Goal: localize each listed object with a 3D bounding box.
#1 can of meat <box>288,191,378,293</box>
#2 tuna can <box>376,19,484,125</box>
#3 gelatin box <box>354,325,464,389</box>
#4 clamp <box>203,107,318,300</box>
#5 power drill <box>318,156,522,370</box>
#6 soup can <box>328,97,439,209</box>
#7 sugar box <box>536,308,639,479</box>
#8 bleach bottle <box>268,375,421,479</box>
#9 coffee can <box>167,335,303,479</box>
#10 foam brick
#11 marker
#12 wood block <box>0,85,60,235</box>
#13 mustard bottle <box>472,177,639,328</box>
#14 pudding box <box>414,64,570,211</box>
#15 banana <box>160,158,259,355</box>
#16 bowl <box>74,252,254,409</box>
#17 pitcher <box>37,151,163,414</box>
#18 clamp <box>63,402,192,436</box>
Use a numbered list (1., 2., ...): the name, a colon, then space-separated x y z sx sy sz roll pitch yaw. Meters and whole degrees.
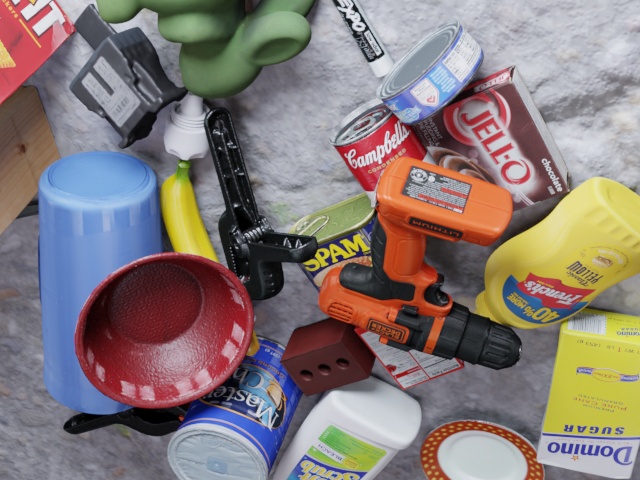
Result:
1. can of meat: 0.030 0.012 0.980 0.102 0.057 0.084 -21 118 30
2. tuna can: 0.086 -0.131 0.838 0.033 0.086 0.086 44 126 -17
3. gelatin box: 0.089 0.097 1.037 0.073 0.030 0.089 -27 113 31
4. clamp: -0.056 0.001 0.964 0.165 0.036 0.210 53 156 29
5. power drill: 0.097 0.028 0.884 0.184 0.057 0.188 17 138 4
6. soup can: 0.062 -0.063 0.907 0.069 0.068 0.102 -22 116 30
7. sugar box: 0.261 0.147 1.003 0.093 0.048 0.176 9 126 13
8. bleach bottle: 0.011 0.245 1.151 0.102 0.068 0.251 28 131 -1
9. coffee can: -0.082 0.179 1.084 0.103 0.140 0.103 9 127 12
10. foam brick: 0.010 0.112 1.061 0.078 0.051 0.053 -22 115 30
11. marker: 0.024 -0.187 0.862 0.020 0.020 0.121 -20 116 29
12. wood block: -0.328 -0.051 0.961 0.090 0.206 0.091 1 125 18
13. mustard bottle: 0.201 0.027 0.928 0.096 0.058 0.192 27 132 -26
14. pudding box: 0.143 -0.077 0.886 0.090 0.039 0.113 -21 116 29
15. banana: -0.112 0.019 1.019 0.198 0.037 0.070 69 162 -10
16. bowl: -0.144 0.071 0.969 0.162 0.055 0.162 -8 119 -15
17. pitcher: -0.219 0.035 1.047 0.149 0.145 0.243 3 123 -2
18. clamp: -0.221 0.173 1.193 0.171 0.039 0.120 -1 129 12
